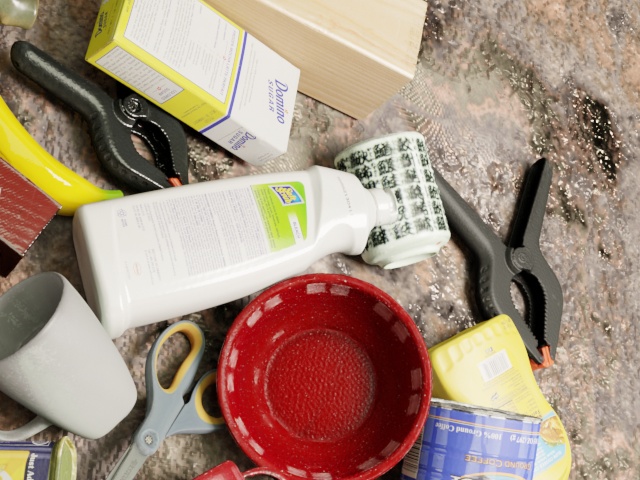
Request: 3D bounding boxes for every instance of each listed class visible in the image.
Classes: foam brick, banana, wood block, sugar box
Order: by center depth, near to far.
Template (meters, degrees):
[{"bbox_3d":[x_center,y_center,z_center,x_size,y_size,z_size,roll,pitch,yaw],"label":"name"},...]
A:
[{"bbox_3d":[-0.234,-0.022,0.759,0.078,0.053,0.051,39,57,-11],"label":"foam brick"},{"bbox_3d":[-0.234,-0.085,0.795,0.198,0.037,0.069,49,24,-9],"label":"banana"},{"bbox_3d":[-0.098,-0.141,0.861,0.176,0.048,0.093,34,51,-35],"label":"sugar box"},{"bbox_3d":[-0.022,-0.198,0.925,0.205,0.091,0.090,23,61,-21],"label":"wood block"}]

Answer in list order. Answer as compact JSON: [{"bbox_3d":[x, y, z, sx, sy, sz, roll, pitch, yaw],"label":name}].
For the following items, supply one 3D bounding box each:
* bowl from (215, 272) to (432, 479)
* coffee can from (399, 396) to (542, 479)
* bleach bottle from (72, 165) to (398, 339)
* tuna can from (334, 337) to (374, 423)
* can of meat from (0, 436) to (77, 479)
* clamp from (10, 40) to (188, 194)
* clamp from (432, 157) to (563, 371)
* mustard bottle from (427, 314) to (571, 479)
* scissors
[{"bbox_3d":[0.002,0.108,0.816,0.162,0.055,0.162,1,78,-3],"label":"bowl"},{"bbox_3d":[0.110,0.198,0.823,0.102,0.103,0.140,12,84,-26],"label":"coffee can"},{"bbox_3d":[-0.055,0.001,0.818,0.250,0.068,0.102,-11,76,-21],"label":"bleach bottle"},{"bbox_3d":[0.046,0.115,0.881,0.086,0.034,0.086,11,67,-27],"label":"tuna can"},{"bbox_3d":[-0.205,0.177,0.681,0.084,0.057,0.102,1,65,-2],"label":"can of meat"},{"bbox_3d":[-0.165,-0.100,0.836,0.120,0.039,0.171,-21,80,-35],"label":"clamp"},{"bbox_3d":[0.166,0.016,0.986,0.164,0.036,0.210,2,71,-30],"label":"clamp"},{"bbox_3d":[0.162,0.167,0.914,0.096,0.058,0.191,-23,84,-32],"label":"mustard bottle"},{"bbox_3d":[-0.108,0.148,0.766,0.096,0.016,0.201,35,45,-23],"label":"scissors"}]
